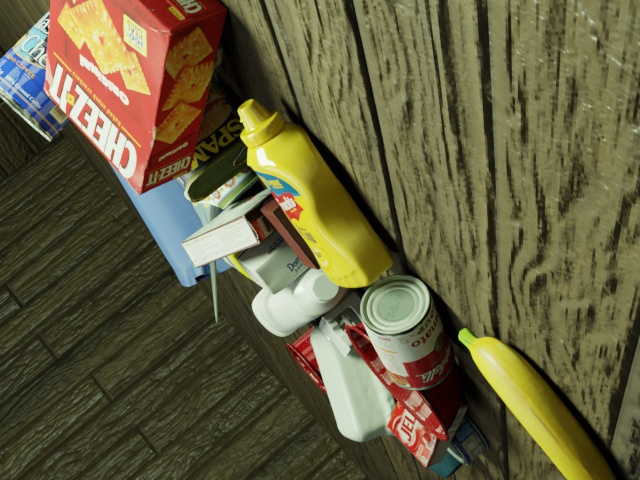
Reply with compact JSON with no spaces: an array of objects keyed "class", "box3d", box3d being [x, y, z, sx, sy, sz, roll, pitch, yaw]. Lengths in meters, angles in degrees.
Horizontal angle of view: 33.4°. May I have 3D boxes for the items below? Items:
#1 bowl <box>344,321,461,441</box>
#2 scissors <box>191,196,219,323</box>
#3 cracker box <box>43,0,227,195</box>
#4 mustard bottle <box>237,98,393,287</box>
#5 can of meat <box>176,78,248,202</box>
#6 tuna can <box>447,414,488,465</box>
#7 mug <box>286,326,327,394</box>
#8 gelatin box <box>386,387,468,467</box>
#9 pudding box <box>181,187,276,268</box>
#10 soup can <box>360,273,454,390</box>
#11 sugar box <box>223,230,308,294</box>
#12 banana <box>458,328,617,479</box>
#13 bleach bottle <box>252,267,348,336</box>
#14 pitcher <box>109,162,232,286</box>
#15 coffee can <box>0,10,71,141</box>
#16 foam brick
[{"class":"bowl","box3d":[0.098,0.134,1.128,0.162,0.055,0.162,48,170,11]},{"class":"scissors","box3d":[-0.135,-0.010,1.262,0.096,0.016,0.202,-162,72,-64]},{"class":"cracker box","box3d":[-0.176,-0.170,0.968,0.164,0.072,0.214,47,143,19]},{"class":"mustard bottle","box3d":[-0.013,-0.046,0.961,0.191,0.058,0.096,55,168,-21]},{"class":"can of meat","box3d":[-0.118,-0.104,1.088,0.084,0.102,0.057,50,171,17]},{"class":"tuna can","box3d":[0.156,0.222,1.254,0.086,0.033,0.086,48,170,11]},{"class":"mug","box3d":[0.018,0.160,1.489,0.117,0.081,0.093,38,164,51]},{"class":"gelatin box","box3d":[0.119,0.199,1.208,0.073,0.030,0.089,43,126,37]},{"class":"pudding box","box3d":[-0.085,-0.017,1.158,0.114,0.089,0.039,-23,104,44]},{"class":"soup can","box3d":[0.082,0.086,0.995,0.069,0.068,0.102,42,166,39]},{"class":"sugar box","box3d":[-0.058,0.002,1.224,0.048,0.093,0.176,54,170,-25]},{"class":"banana","box3d":[0.186,0.146,0.864,0.198,0.037,0.069,51,-173,3]},{"class":"bleach bottle","box3d":[-0.019,0.064,1.248,0.068,0.102,0.251,46,171,-3]},{"class":"pitcher","box3d":[-0.204,-0.068,1.546,0.149,0.144,0.242,7,132,61]},{"class":"coffee can","box3d":[-0.291,-0.196,1.197,0.103,0.140,0.103,41,172,7]},{"class":"foam brick","box3d":[-0.013,-0.017,1.080,0.078,0.053,0.051,51,170,-12]}]
